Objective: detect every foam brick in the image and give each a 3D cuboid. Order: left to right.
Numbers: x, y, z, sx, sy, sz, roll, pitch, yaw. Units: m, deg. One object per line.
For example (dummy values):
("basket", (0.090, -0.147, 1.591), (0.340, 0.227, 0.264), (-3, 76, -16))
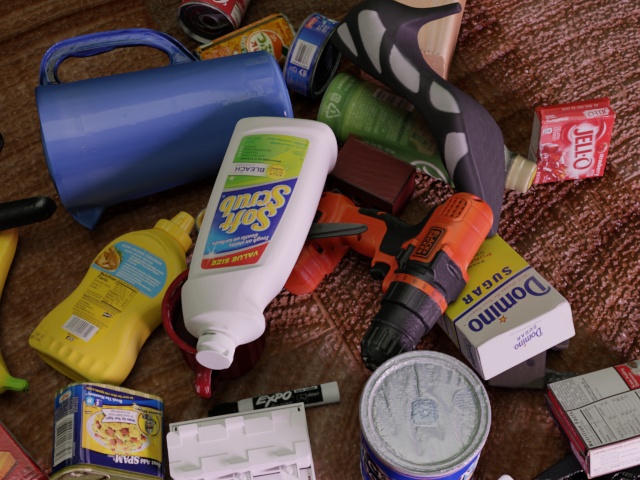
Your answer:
("foam brick", (0.049, -0.057, 1.062), (0.078, 0.053, 0.051), (26, 66, 16))

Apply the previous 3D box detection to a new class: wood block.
("wood block", (0.108, -0.257, 1.145), (0.090, 0.091, 0.206), (11, 62, 10))

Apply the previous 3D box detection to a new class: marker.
("marker", (-0.043, 0.149, 0.974), (0.121, 0.020, 0.020), (-10, 62, -3))

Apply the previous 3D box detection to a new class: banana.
("banana", (-0.312, 0.072, 1.014), (0.069, 0.037, 0.198), (-17, 55, 0))

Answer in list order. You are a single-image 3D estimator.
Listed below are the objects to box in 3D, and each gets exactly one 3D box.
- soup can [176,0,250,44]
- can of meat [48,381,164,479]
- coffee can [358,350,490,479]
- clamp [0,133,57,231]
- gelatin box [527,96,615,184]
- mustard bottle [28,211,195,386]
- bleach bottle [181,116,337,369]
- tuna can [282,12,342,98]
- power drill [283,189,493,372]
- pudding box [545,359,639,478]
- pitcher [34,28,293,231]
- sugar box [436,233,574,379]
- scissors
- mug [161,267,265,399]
("soup can", (-0.110, -0.276, 1.179), (0.068, 0.068, 0.102), (14, 62, 10))
("can of meat", (-0.183, 0.174, 0.925), (0.101, 0.058, 0.084), (21, 50, -36))
("coffee can", (0.083, 0.165, 0.890), (0.103, 0.140, 0.103), (-1, 62, 2))
("clamp", (-0.366, -0.014, 1.051), (0.209, 0.036, 0.165), (-42, 47, -16))
("gelatin box", (0.246, -0.097, 1.052), (0.073, 0.089, 0.030), (-7, 52, -2))
("mustard bottle", (-0.181, 0.048, 1.012), (0.096, 0.058, 0.191), (23, 65, 27))
("bleach bottle", (-0.056, 0.001, 0.938), (0.102, 0.068, 0.250), (5, 52, 10))
("tuna can", (-0.006, -0.193, 1.119), (0.034, 0.086, 0.086), (24, 65, 13))
("power drill", (0.045, 0.028, 0.967), (0.188, 0.057, 0.184), (13, 59, 44))
("pudding box", (0.265, 0.151, 0.928), (0.113, 0.039, 0.090), (-16, 35, -4))
("pitcher", (-0.156, -0.123, 1.062), (0.242, 0.149, 0.145), (-15, 45, -9))
("sugar box", (0.142, 0.043, 0.965), (0.093, 0.048, 0.176), (-26, 34, -9))
("scissors", (-0.052, 0.009, 1.006), (0.202, 0.016, 0.096), (14, 72, 40))
("mug", (-0.095, 0.088, 0.973), (0.093, 0.081, 0.117), (4, 62, 5))
